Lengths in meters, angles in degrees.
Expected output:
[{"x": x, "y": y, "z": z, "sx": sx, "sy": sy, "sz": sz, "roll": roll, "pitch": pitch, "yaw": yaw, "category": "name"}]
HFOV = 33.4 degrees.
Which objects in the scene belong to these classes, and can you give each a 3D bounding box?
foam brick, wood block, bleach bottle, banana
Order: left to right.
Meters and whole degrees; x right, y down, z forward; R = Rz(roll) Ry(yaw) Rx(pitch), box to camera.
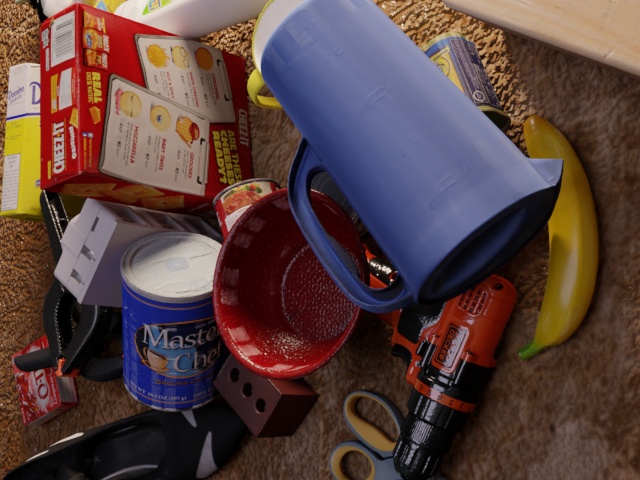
[{"x": -0.121, "y": -0.247, "z": 1.073, "sx": 0.251, "sy": 0.068, "sz": 0.102, "roll": -14, "pitch": 42, "yaw": 32, "category": "bleach bottle"}, {"x": -0.052, "y": 0.141, "z": 1.003, "sx": 0.078, "sy": 0.051, "sz": 0.053, "roll": 44, "pitch": 111, "yaw": 35, "category": "foam brick"}, {"x": 0.185, "y": -0.004, "z": 0.835, "sx": 0.070, "sy": 0.037, "sz": 0.198, "roll": 0, "pitch": 83, "yaw": 38, "category": "banana"}, {"x": 0.208, "y": -0.182, "z": 0.807, "sx": 0.206, "sy": 0.090, "sz": 0.090, "roll": 31, "pitch": 106, "yaw": 38, "category": "wood block"}]

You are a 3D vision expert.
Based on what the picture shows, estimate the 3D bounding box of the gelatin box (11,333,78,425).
[{"x": -0.321, "y": 0.161, "z": 1.238, "sx": 0.073, "sy": 0.030, "sz": 0.089, "roll": -30, "pitch": 65, "yaw": 33, "category": "gelatin box"}]

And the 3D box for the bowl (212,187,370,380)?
[{"x": -0.014, "y": 0.039, "z": 0.904, "sx": 0.162, "sy": 0.055, "sz": 0.162, "roll": -8, "pitch": 76, "yaw": 35, "category": "bowl"}]

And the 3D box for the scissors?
[{"x": 0.076, "y": 0.211, "z": 0.907, "sx": 0.202, "sy": 0.016, "sz": 0.096, "roll": 46, "pitch": 110, "yaw": 36, "category": "scissors"}]

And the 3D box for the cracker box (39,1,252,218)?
[{"x": -0.166, "y": -0.117, "z": 1.030, "sx": 0.072, "sy": 0.213, "sz": 0.164, "roll": -14, "pitch": 74, "yaw": 39, "category": "cracker box"}]

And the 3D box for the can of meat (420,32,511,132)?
[{"x": 0.100, "y": -0.115, "z": 0.911, "sx": 0.102, "sy": 0.057, "sz": 0.084, "roll": -34, "pitch": 62, "yaw": 32, "category": "can of meat"}]

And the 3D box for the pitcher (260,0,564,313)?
[{"x": 0.051, "y": -0.072, "z": 0.821, "sx": 0.243, "sy": 0.148, "sz": 0.145, "roll": 52, "pitch": 136, "yaw": 21, "category": "pitcher"}]

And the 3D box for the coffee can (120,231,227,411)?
[{"x": -0.137, "y": 0.077, "z": 1.016, "sx": 0.103, "sy": 0.102, "sz": 0.140, "roll": 38, "pitch": 136, "yaw": 37, "category": "coffee can"}]

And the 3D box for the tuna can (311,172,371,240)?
[{"x": 0.020, "y": -0.041, "z": 0.981, "sx": 0.086, "sy": 0.033, "sz": 0.086, "roll": -7, "pitch": 79, "yaw": 39, "category": "tuna can"}]

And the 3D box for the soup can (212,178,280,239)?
[{"x": -0.057, "y": 0.001, "z": 1.017, "sx": 0.069, "sy": 0.068, "sz": 0.102, "roll": -32, "pitch": 65, "yaw": 32, "category": "soup can"}]

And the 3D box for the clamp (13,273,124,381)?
[{"x": -0.265, "y": 0.116, "z": 1.179, "sx": 0.172, "sy": 0.039, "sz": 0.120, "roll": 27, "pitch": 90, "yaw": 35, "category": "clamp"}]

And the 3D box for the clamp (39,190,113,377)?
[{"x": -0.247, "y": 0.041, "z": 1.136, "sx": 0.165, "sy": 0.036, "sz": 0.210, "roll": -3, "pitch": 81, "yaw": 36, "category": "clamp"}]

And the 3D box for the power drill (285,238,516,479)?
[{"x": 0.060, "y": 0.089, "z": 0.911, "sx": 0.188, "sy": 0.057, "sz": 0.184, "roll": 27, "pitch": 94, "yaw": 36, "category": "power drill"}]

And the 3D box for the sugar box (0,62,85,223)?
[{"x": -0.315, "y": -0.109, "z": 1.233, "sx": 0.048, "sy": 0.093, "sz": 0.176, "roll": -2, "pitch": 83, "yaw": 39, "category": "sugar box"}]
